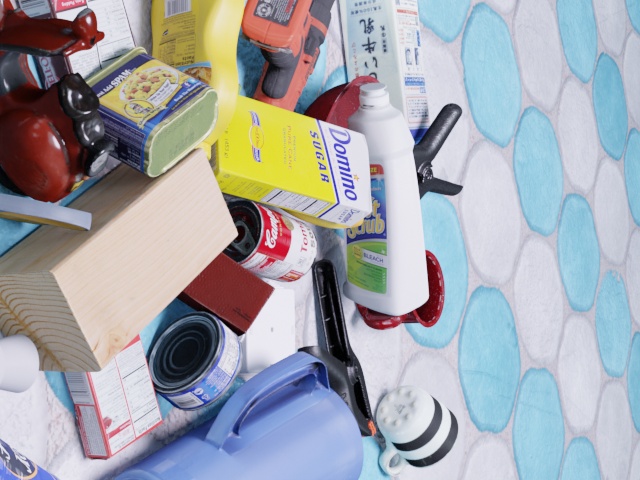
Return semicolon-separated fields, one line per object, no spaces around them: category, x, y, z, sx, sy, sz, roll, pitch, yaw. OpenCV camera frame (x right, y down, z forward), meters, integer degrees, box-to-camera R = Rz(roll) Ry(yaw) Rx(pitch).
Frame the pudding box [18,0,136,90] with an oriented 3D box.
pudding box;-0.203;-0.187;0.894;0.089;0.039;0.113;-36;119;-55

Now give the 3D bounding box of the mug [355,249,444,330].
mug;0.090;0.067;1.283;0.117;0.082;0.093;-58;133;-43

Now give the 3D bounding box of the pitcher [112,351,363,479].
pitcher;-0.075;0.208;0.965;0.242;0.145;0.149;-18;82;-54

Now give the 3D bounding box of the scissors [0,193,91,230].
scissors;-0.269;-0.034;0.778;0.201;0.096;0.016;13;83;-25

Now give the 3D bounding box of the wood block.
wood block;-0.168;0.012;0.878;0.205;0.090;0.091;-49;126;-48

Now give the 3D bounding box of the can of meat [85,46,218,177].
can of meat;-0.146;-0.107;0.889;0.102;0.084;0.057;-46;156;-40

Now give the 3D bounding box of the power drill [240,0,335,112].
power drill;-0.025;-0.227;1.070;0.187;0.057;0.184;71;37;-78

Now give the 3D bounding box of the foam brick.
foam brick;-0.091;0.047;0.989;0.078;0.051;0.053;35;74;-7

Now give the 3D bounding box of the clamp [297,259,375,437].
clamp;0.022;0.136;1.199;0.164;0.036;0.210;-82;156;-48

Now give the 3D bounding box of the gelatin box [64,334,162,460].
gelatin box;-0.176;0.131;0.908;0.073;0.030;0.089;-31;113;-56

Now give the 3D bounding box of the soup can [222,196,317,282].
soup can;-0.057;0.001;1.073;0.102;0.069;0.068;22;69;-55

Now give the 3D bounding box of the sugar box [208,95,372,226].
sugar box;-0.032;-0.079;1.044;0.176;0.048;0.093;12;61;-30

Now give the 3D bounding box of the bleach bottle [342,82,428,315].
bleach bottle;0.062;-0.048;1.158;0.067;0.103;0.251;-25;120;-35

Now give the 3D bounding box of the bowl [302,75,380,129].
bowl;0.017;-0.109;1.191;0.161;0.055;0.162;-37;135;-49

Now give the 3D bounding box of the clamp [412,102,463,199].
clamp;0.117;-0.092;1.260;0.171;0.039;0.120;-24;118;-45

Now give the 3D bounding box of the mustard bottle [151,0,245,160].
mustard bottle;-0.116;-0.148;0.970;0.058;0.096;0.191;16;73;-52

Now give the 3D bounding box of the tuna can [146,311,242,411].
tuna can;-0.114;0.107;0.956;0.033;0.086;0.086;48;48;-42
